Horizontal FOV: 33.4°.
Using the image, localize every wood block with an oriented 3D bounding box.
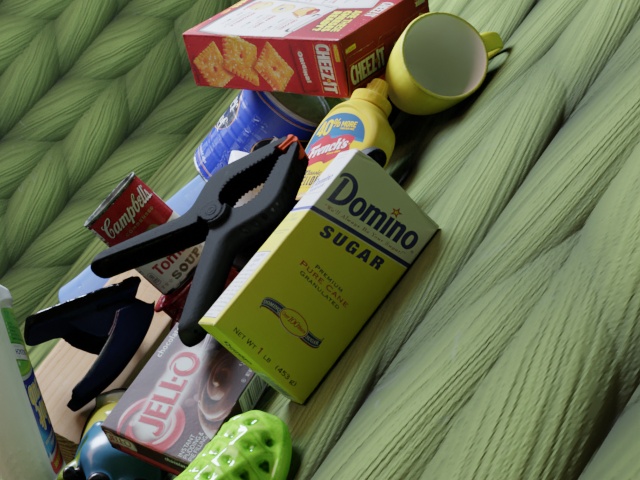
[{"bbox_3d":[-0.219,0.134,1.105,0.205,0.090,0.091,-57,-20,-34],"label":"wood block"}]

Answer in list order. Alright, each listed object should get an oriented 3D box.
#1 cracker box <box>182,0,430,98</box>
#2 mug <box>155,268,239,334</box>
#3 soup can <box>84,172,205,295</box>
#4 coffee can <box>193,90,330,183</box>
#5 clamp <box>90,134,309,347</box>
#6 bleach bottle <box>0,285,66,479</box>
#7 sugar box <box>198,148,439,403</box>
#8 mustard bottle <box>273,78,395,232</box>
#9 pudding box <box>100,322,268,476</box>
[{"bbox_3d":[-0.013,-0.217,1.139,0.214,0.072,0.164,12,37,37],"label":"cracker box"},{"bbox_3d":[-0.103,0.066,1.022,0.093,0.081,0.117,-36,17,38],"label":"mug"},{"bbox_3d":[-0.161,-0.005,1.003,0.068,0.102,0.068,-44,14,13],"label":"soup can"},{"bbox_3d":[-0.069,-0.123,1.248,0.140,0.102,0.102,-49,11,27],"label":"coffee can"},{"bbox_3d":[-0.083,-0.007,0.908,0.210,0.036,0.165,-40,43,-10],"label":"clamp"},{"bbox_3d":[-0.265,0.164,0.934,0.068,0.251,0.102,-23,-7,-8],"label":"bleach bottle"},{"bbox_3d":[0.002,0.025,0.798,0.176,0.093,0.048,-51,16,-14],"label":"sugar box"},{"bbox_3d":[0.020,-0.071,1.006,0.096,0.058,0.191,1,59,52],"label":"mustard bottle"},{"bbox_3d":[-0.104,0.128,0.843,0.090,0.039,0.113,17,51,24],"label":"pudding box"}]
